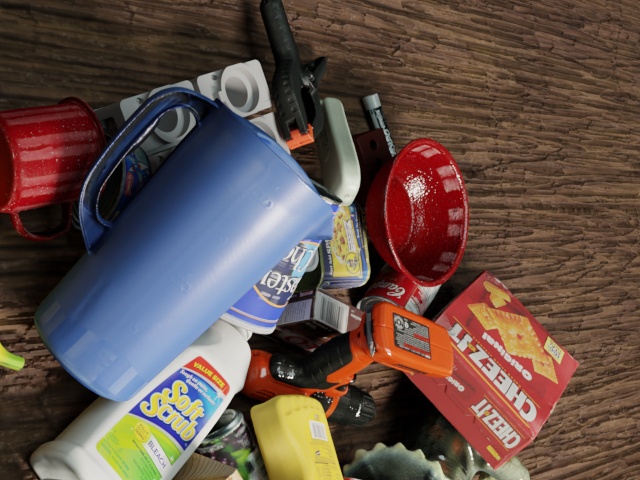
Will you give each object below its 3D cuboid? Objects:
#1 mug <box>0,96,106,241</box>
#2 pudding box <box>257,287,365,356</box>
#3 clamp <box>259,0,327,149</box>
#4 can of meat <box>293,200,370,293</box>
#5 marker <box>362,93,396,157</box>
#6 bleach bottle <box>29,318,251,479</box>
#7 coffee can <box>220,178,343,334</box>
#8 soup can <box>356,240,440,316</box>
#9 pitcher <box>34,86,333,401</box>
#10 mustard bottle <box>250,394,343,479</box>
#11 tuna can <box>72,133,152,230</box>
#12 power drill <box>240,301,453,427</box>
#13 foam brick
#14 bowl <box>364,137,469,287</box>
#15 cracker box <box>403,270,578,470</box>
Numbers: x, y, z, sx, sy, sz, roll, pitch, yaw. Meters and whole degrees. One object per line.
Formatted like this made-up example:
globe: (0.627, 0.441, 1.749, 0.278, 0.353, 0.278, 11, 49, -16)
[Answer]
mug: (-0.233, -0.056, 0.878, 0.081, 0.093, 0.117, -14, 110, -42)
pudding box: (0.001, 0.090, 1.088, 0.113, 0.090, 0.039, 32, 56, -37)
clamp: (-0.029, -0.173, 1.106, 0.120, 0.039, 0.171, 45, 30, -36)
can of meat: (0.004, 0.003, 1.134, 0.083, 0.058, 0.102, 0, 82, -48)
marker: (0.077, -0.114, 1.261, 0.020, 0.020, 0.121, -29, 103, -46)
bleach bottle: (-0.139, 0.141, 0.952, 0.102, 0.068, 0.250, 58, 44, -18)
coffee can: (-0.057, 0.001, 0.992, 0.102, 0.103, 0.140, 21, 101, -42)
soup can: (0.093, 0.056, 1.208, 0.068, 0.069, 0.102, 56, 47, -23)
pitcher: (-0.122, 0.005, 0.866, 0.243, 0.149, 0.145, -46, 156, 2)
mustard bottle: (-0.007, 0.241, 0.980, 0.096, 0.058, 0.192, 33, 35, -60)
tuna can: (-0.184, -0.047, 0.923, 0.033, 0.086, 0.086, 14, 72, -46)
power drill: (0.036, 0.131, 1.048, 0.184, 0.188, 0.057, 23, 50, -39)
foam brick: (0.048, -0.081, 1.200, 0.052, 0.051, 0.078, -27, 101, -46)
bowl: (0.097, -0.029, 1.163, 0.161, 0.055, 0.162, 3, 86, -51)
cracker box: (0.195, 0.138, 1.215, 0.164, 0.072, 0.213, 47, 29, 7)
